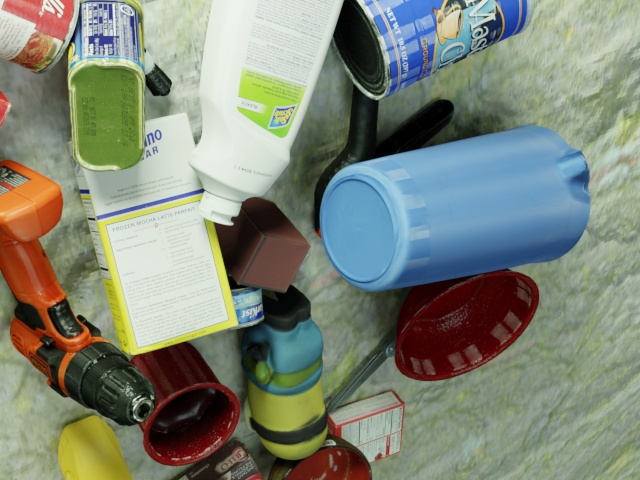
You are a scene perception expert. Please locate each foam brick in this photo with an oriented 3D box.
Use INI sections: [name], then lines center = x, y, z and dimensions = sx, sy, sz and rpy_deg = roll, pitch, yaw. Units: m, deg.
[foam brick]
center = -0.056, 0.001, 0.928
dimensions = 0.051, 0.078, 0.053
rpy_deg = 12, 115, -38

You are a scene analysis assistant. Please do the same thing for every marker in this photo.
[marker]
center = -0.148, -0.152, 0.802
dimensions = 0.020, 0.020, 0.121
rpy_deg = -40, 133, -3

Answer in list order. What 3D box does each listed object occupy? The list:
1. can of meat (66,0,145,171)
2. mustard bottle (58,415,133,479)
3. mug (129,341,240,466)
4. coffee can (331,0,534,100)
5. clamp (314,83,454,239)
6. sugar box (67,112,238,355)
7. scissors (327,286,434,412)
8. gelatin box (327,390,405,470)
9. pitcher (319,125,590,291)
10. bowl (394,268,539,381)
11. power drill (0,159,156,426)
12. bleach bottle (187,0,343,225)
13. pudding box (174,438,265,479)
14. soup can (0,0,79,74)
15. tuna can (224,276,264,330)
[can of meat]
center = -0.153, -0.112, 0.765
dimensions = 0.057, 0.084, 0.102
rpy_deg = -2, 135, -11
[mustard bottle]
center = -0.177, 0.248, 0.943
dimensions = 0.058, 0.192, 0.096
rpy_deg = -18, 128, -22
[mug]
center = -0.131, 0.154, 0.983
dimensions = 0.093, 0.082, 0.117
rpy_deg = -20, 129, -20
[coffee can]
center = 0.087, -0.189, 0.869
dimensions = 0.140, 0.103, 0.103
rpy_deg = -27, 131, -14
[clamp]
center = 0.052, -0.071, 0.975
dimensions = 0.120, 0.039, 0.172
rpy_deg = 6, 121, -34
[sugar box]
center = -0.132, -0.005, 0.846
dimensions = 0.093, 0.048, 0.176
rpy_deg = -15, 96, -23
[scissors]
center = 0.073, 0.095, 1.118
dimensions = 0.201, 0.016, 0.096
rpy_deg = -35, 131, -7
[gelatin box]
center = 0.048, 0.210, 1.173
dimensions = 0.089, 0.030, 0.073
rpy_deg = -15, 126, -23
[pitcher]
center = 0.113, -0.023, 0.960
dimensions = 0.242, 0.145, 0.149
rpy_deg = -11, 122, -40
[bowl]
center = 0.137, 0.070, 1.078
dimensions = 0.162, 0.055, 0.162
rpy_deg = -17, 140, -14
[power drill]
center = -0.202, 0.041, 0.803
dimensions = 0.057, 0.185, 0.187
rpy_deg = -33, 126, -31
[bleach bottle]
center = -0.050, -0.135, 0.805
dimensions = 0.102, 0.068, 0.251
rpy_deg = 13, 101, -29
[pudding box]
center = -0.110, 0.270, 1.106
dimensions = 0.113, 0.039, 0.090
rpy_deg = -32, 133, -10
[soup can]
center = -0.223, -0.161, 0.714
dimensions = 0.102, 0.069, 0.068
rpy_deg = 19, 109, -39
[tuna can]
center = -0.093, 0.054, 0.934
dimensions = 0.086, 0.086, 0.034
rpy_deg = -7, 99, -29
